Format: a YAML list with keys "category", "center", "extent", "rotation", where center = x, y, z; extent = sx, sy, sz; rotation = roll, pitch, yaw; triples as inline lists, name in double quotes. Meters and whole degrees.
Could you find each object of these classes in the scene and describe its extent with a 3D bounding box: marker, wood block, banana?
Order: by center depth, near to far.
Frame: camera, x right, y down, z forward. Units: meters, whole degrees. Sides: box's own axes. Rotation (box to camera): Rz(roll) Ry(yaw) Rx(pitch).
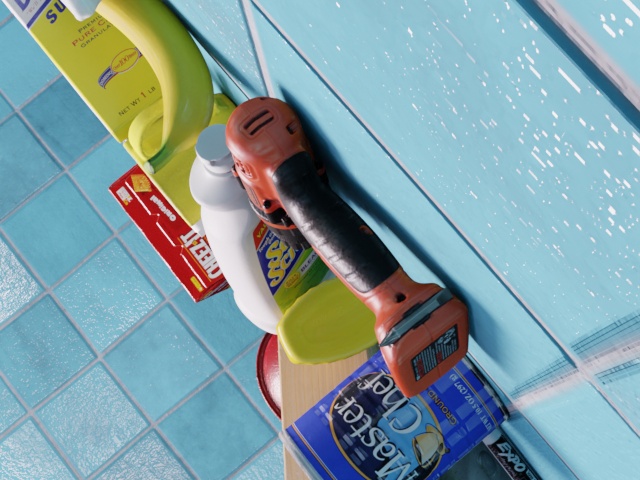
- category: "banana"
  center: [-0.122, -0.136, 0.779]
  extent: [0.198, 0.069, 0.037]
  rotation: [64, 151, 29]
- category: "marker"
  center: [0.153, 0.177, 0.884]
  extent: [0.121, 0.020, 0.020]
  rotation: [52, 175, -13]
- category: "wood block"
  center: [0.022, 0.151, 0.951]
  extent: [0.090, 0.091, 0.206]
  rotation: [55, -159, -41]

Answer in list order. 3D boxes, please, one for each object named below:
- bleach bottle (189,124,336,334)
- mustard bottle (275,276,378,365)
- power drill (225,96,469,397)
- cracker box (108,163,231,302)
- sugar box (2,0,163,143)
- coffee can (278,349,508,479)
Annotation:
- category: "bleach bottle"
  center: [-0.051, -0.012, 0.835]
  extent: [0.068, 0.102, 0.250]
  rotation: [37, 170, 24]
- category: "mustard bottle"
  center: [0.015, 0.065, 0.855]
  extent: [0.058, 0.096, 0.191]
  rotation: [63, 176, 6]
- category: "power drill"
  center: [0.015, 0.011, 0.686]
  extent: [0.188, 0.057, 0.184]
  rotation: [48, 174, 21]
- category: "cracker box"
  center: [-0.143, -0.021, 1.272]
  extent: [0.164, 0.072, 0.213]
  rotation: [51, -170, 4]
- category: "sugar box"
  center: [-0.187, -0.178, 0.882]
  extent: [0.176, 0.093, 0.048]
  rotation: [50, 174, 3]
- category: "coffee can"
  center: [0.054, 0.139, 0.798]
  extent: [0.103, 0.140, 0.103]
  rotation: [50, 175, 6]
